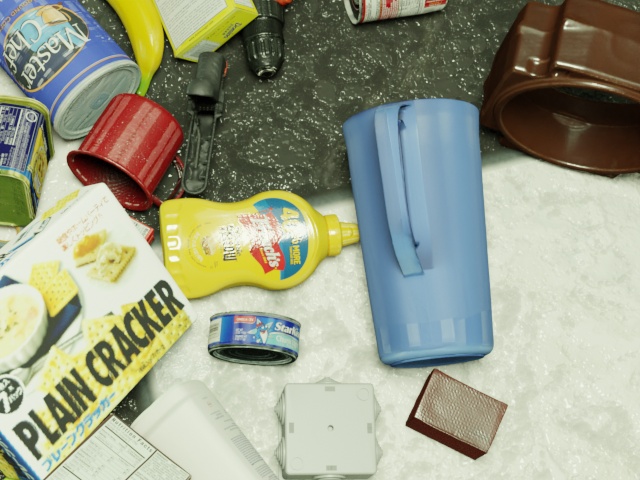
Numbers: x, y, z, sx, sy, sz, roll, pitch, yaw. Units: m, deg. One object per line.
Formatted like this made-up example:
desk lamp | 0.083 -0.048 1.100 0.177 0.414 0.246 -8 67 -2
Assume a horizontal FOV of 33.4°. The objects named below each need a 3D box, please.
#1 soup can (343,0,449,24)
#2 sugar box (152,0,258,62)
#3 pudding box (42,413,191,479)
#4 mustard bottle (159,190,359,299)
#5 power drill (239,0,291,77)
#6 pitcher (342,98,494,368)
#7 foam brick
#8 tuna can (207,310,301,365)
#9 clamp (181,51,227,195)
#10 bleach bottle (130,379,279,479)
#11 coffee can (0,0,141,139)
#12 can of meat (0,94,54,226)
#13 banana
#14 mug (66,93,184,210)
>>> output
soup can | 0.080 -0.272 1.138 0.102 0.068 0.068 -11 73 -10
sugar box | -0.139 -0.284 1.105 0.093 0.048 0.176 -32 71 30
pudding box | -0.174 0.209 0.868 0.090 0.039 0.113 35 47 13
mustard bottle | -0.057 0.001 1.033 0.191 0.058 0.096 -5 87 -10
power drill | -0.009 -0.274 1.088 0.188 0.057 0.184 -17 72 25
pitcher | 0.094 -0.007 1.005 0.149 0.145 0.243 1 77 -28
foam brick | 0.127 0.164 1.004 0.078 0.051 0.053 27 71 3
tuna can | -0.062 0.092 0.988 0.086 0.086 0.034 6 72 -5
clamp | -0.114 -0.124 1.049 0.039 0.120 0.171 13 27 -3
bleach bottle | -0.055 0.235 0.932 0.068 0.102 0.251 -43 80 4
coffee can | -0.260 -0.185 1.050 0.102 0.103 0.140 -39 79 -17
can of meat | -0.288 -0.072 1.002 0.057 0.102 0.084 7 60 -5
banana | -0.213 -0.246 1.103 0.070 0.037 0.198 -35 76 8
mug | -0.177 -0.081 1.040 0.117 0.093 0.081 40 63 -25
